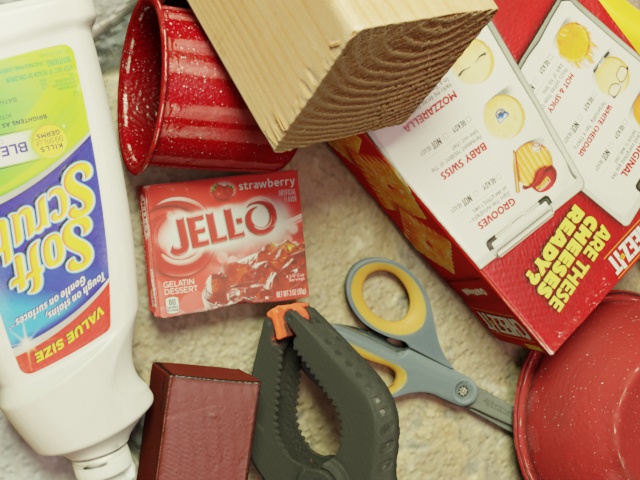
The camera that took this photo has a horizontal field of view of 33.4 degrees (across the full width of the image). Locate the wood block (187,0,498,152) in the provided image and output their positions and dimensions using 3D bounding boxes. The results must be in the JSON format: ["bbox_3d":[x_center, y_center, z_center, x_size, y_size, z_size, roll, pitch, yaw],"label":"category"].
[{"bbox_3d":[-0.019,-0.157,0.516,0.090,0.091,0.206,-17,69,-37],"label":"wood block"}]

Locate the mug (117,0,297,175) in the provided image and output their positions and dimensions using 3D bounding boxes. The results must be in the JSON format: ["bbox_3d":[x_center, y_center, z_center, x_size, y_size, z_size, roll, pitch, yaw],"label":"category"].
[{"bbox_3d":[-0.059,-0.088,0.568,0.081,0.093,0.117,2,54,-24],"label":"mug"}]

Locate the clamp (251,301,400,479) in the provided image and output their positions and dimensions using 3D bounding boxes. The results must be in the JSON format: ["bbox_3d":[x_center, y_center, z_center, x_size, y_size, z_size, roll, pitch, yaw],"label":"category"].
[{"bbox_3d":[0.017,0.135,0.582,0.036,0.165,0.210,-5,85,-61],"label":"clamp"}]

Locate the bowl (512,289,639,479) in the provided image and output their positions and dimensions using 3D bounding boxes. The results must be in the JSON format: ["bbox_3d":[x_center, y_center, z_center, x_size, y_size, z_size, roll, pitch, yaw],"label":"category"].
[{"bbox_3d":[0.202,0.112,0.666,0.161,0.055,0.162,0,89,-25],"label":"bowl"}]

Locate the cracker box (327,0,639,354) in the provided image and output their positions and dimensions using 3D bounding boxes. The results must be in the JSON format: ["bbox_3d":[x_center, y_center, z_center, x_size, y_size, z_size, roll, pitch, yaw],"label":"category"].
[{"bbox_3d":[0.108,-0.066,0.628,0.164,0.072,0.213,-45,105,-12],"label":"cracker box"}]

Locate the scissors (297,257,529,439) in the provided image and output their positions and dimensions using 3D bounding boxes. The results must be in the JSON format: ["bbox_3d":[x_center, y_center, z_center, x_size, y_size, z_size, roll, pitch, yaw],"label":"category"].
[{"bbox_3d":[0.083,0.071,0.652,0.201,0.016,0.096,14,87,-19],"label":"scissors"}]

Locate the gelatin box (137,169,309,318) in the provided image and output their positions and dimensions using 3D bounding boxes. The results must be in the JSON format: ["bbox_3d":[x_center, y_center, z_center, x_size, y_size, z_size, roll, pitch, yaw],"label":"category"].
[{"bbox_3d":[-0.054,0.001,0.595,0.089,0.030,0.073,-7,93,-19],"label":"gelatin box"}]

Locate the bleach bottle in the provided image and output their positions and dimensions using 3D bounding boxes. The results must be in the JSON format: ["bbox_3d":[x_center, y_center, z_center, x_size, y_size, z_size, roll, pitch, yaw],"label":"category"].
[{"bbox_3d":[-0.135,0.007,0.552,0.102,0.068,0.251,-17,99,-17],"label":"bleach bottle"}]

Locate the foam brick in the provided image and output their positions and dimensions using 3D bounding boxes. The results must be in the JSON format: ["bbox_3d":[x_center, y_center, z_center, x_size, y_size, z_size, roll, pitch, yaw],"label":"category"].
[{"bbox_3d":[-0.067,0.109,0.582,0.051,0.053,0.078,8,89,-19],"label":"foam brick"}]
